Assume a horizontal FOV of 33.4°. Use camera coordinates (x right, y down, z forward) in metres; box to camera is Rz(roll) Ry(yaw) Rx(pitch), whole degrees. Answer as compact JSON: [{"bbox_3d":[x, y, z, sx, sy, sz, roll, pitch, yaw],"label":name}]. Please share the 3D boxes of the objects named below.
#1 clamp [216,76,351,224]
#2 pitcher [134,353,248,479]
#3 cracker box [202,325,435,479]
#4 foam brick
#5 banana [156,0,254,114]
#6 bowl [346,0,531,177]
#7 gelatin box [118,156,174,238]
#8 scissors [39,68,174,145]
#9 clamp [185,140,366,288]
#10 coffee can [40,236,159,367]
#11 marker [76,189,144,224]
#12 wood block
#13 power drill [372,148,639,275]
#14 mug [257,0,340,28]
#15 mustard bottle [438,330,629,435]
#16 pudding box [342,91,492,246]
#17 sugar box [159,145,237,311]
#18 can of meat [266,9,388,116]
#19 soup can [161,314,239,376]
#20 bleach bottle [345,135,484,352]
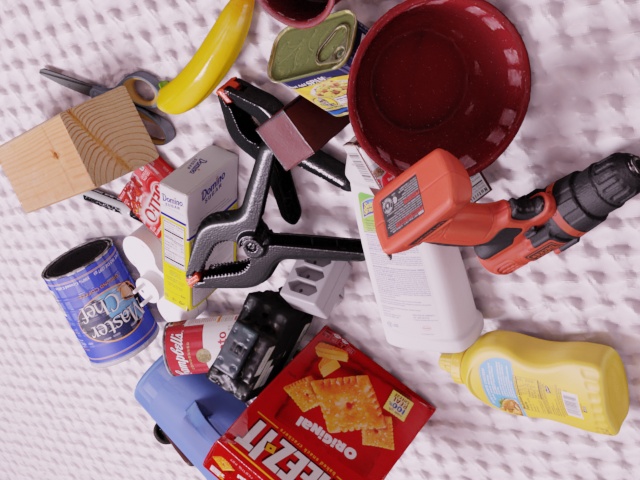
[{"bbox_3d":[-0.036,-0.097,1.093,0.120,0.039,0.171,-19,115,40],"label":"clamp"},{"bbox_3d":[-0.124,0.243,1.370,0.243,0.144,0.149,43,136,9],"label":"pitcher"},{"bbox_3d":[0.003,0.216,1.177,0.164,0.213,0.072,38,139,10],"label":"cracker box"},{"bbox_3d":[-0.013,-0.114,1.028,0.051,0.078,0.053,52,142,-8],"label":"foam brick"},{"bbox_3d":[-0.123,-0.178,1.081,0.198,0.037,0.069,-33,60,48],"label":"banana"},{"bbox_3d":[0.093,-0.130,0.900,0.162,0.162,0.055,66,173,-22],"label":"bowl"},{"bbox_3d":[-0.195,-0.054,1.268,0.073,0.030,0.089,45,140,1],"label":"gelatin box"},{"bbox_3d":[-0.246,-0.179,1.222,0.202,0.016,0.096,34,137,14],"label":"scissors"},{"bbox_3d":[-0.057,0.001,1.118,0.164,0.036,0.210,43,124,-14],"label":"clamp"},{"bbox_3d":[-0.288,0.081,1.402,0.103,0.102,0.140,-5,118,43],"label":"coffee can"},{"bbox_3d":[-0.259,-0.045,1.338,0.121,0.020,0.020,21,133,28],"label":"marker"},{"bbox_3d":[-0.287,-0.101,1.237,0.207,0.090,0.091,-10,107,54],"label":"wood block"},{"bbox_3d":[0.153,-0.028,0.889,0.185,0.187,0.057,-39,53,45],"label":"power drill"},{"bbox_3d":[0.000,-0.247,0.905,0.093,0.081,0.117,42,140,5],"label":"mug"},{"bbox_3d":[0.203,0.134,1.059,0.192,0.058,0.096,6,134,37],"label":"mustard bottle"},{"bbox_3d":[0.089,-0.065,0.965,0.113,0.090,0.039,56,170,-17],"label":"pudding box"},{"bbox_3d":[-0.136,-0.013,1.205,0.048,0.093,0.176,24,134,24],"label":"sugar box"},{"bbox_3d":[0.018,-0.156,0.957,0.102,0.057,0.083,-6,156,44],"label":"can of meat"},{"bbox_3d":[-0.135,0.128,1.307,0.102,0.068,0.068,-7,121,11],"label":"soup can"},{"bbox_3d":[0.086,-0.013,1.039,0.103,0.068,0.251,2,120,33],"label":"bleach bottle"}]
